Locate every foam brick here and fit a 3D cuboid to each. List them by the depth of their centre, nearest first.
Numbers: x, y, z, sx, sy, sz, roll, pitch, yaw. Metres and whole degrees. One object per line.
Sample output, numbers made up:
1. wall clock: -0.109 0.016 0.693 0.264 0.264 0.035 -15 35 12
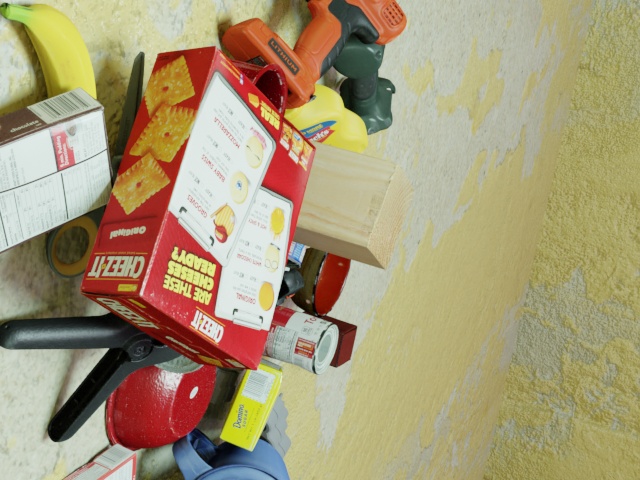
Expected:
1. foam brick: 0.003 0.135 1.472 0.052 0.078 0.051 -19 124 -62

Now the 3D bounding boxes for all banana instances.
1. banana: -0.203 -0.103 0.822 0.069 0.037 0.198 -29 134 -32

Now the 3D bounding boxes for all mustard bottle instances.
1. mustard bottle: -0.017 -0.133 1.187 0.191 0.096 0.058 35 45 -68

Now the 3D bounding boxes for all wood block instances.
1. wood block: -0.022 -0.050 1.077 0.090 0.206 0.090 -69 159 -9

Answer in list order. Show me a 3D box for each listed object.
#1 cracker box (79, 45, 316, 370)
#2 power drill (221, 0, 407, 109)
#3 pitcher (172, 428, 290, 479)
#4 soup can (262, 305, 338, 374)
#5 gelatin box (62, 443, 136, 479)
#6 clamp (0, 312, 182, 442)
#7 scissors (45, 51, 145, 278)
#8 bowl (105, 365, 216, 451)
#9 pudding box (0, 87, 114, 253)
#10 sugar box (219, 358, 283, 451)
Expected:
1. cracker box: -0.093 -0.023 0.867 0.164 0.072 0.213 42 56 -50
2. power drill: -0.014 -0.240 1.086 0.184 0.057 0.187 49 63 -17
3. pitcher: -0.095 0.287 1.207 0.243 0.145 0.149 -177 -87 -87
4. soup can: -0.037 0.120 1.320 0.068 0.102 0.068 -50 149 -45
5. gelatin box: -0.221 0.253 1.052 0.089 0.030 0.073 -31 135 -53
6. clamp: -0.170 0.081 0.921 0.210 0.036 0.164 -31 144 -10
7. scissors: -0.184 -0.052 0.883 0.096 0.016 0.202 -9 108 -23
8. bowl: -0.155 0.153 1.113 0.161 0.055 0.162 -51 150 -46
9. pudding box: -0.210 -0.051 0.788 0.113 0.039 0.090 -27 136 -31
10. sugar box: -0.079 0.186 1.246 0.176 0.048 0.093 137 -24 -84
